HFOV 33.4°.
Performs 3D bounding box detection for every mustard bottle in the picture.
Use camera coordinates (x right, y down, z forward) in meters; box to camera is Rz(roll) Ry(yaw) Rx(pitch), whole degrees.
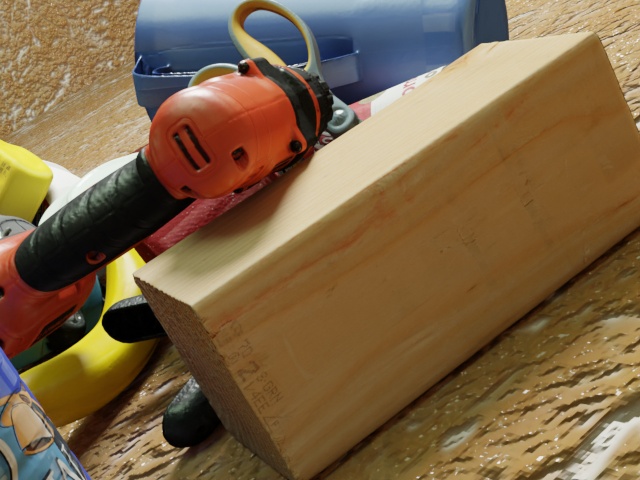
[{"bbox_3d":[-0.284,0.015,0.872,0.096,0.058,0.192,33,99,53],"label":"mustard bottle"}]

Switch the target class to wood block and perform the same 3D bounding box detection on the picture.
[{"bbox_3d":[0.036,0.000,0.466,0.206,0.090,0.091,-34,18,-18],"label":"wood block"}]

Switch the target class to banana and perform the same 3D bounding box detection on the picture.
[{"bbox_3d":[-0.131,0.056,0.621,0.197,0.069,0.037,-79,10,-60],"label":"banana"}]

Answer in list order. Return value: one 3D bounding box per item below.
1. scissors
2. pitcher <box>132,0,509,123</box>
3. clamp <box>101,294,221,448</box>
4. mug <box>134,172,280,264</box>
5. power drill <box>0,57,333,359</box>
[{"bbox_3d":[-0.007,-0.062,0.625,0.096,0.202,0.016,-37,-24,5],"label":"scissors"},{"bbox_3d":[-0.002,-0.128,0.737,0.243,0.145,0.149,1,65,23],"label":"pitcher"},{"bbox_3d":[-0.024,0.036,0.540,0.171,0.039,0.120,-27,40,-3],"label":"clamp"},{"bbox_3d":[-0.054,0.001,0.629,0.081,0.093,0.117,-43,59,-14],"label":"mug"},{"bbox_3d":[-0.083,-0.023,0.527,0.188,0.057,0.184,-34,1,18],"label":"power drill"}]
